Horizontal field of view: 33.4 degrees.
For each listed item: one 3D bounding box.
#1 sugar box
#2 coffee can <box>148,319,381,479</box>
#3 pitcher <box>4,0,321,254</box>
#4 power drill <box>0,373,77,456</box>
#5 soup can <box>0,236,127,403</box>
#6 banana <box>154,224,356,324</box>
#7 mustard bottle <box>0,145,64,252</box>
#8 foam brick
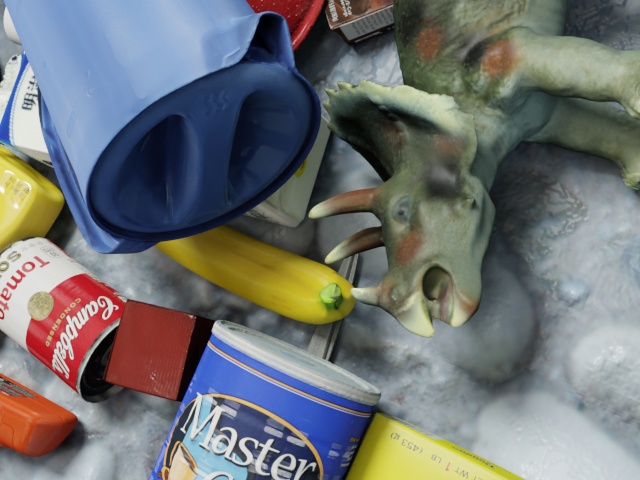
[{"bbox_3d":[0.039,0.197,0.609,0.093,0.048,0.176,24,88,22],"label":"sugar box"},{"bbox_3d":[-0.040,0.129,0.602,0.103,0.102,0.140,23,89,22],"label":"coffee can"},{"bbox_3d":[-0.117,-0.121,0.611,0.149,0.145,0.243,-29,62,-5],"label":"pitcher"},{"bbox_3d":[-0.233,0.188,0.704,0.185,0.057,0.187,23,89,22],"label":"power drill"},{"bbox_3d":[-0.167,0.050,0.701,0.102,0.068,0.068,33,92,23],"label":"soup can"},{"bbox_3d":[-0.044,0.012,0.661,0.198,0.069,0.037,19,66,39],"label":"banana"},{"bbox_3d":[-0.261,0.026,0.744,0.096,0.058,0.191,34,93,31],"label":"mustard bottle"},{"bbox_3d":[-0.087,0.071,0.662,0.051,0.078,0.053,12,84,23],"label":"foam brick"}]
